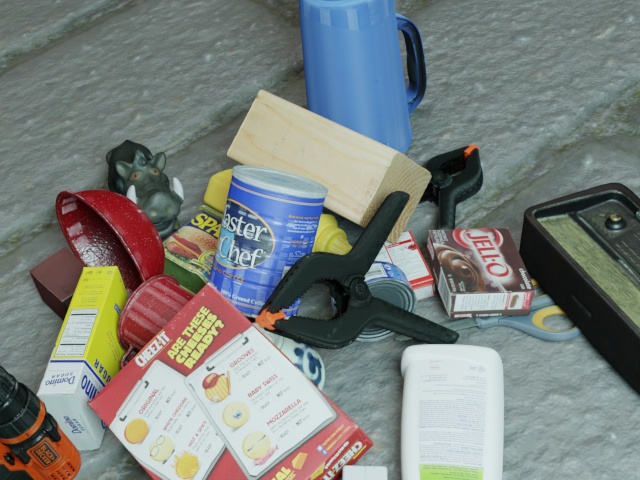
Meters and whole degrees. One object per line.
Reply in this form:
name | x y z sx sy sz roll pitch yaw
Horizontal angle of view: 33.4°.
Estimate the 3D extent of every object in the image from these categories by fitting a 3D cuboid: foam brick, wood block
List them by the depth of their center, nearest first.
wood block | 0.008 -0.085 1.205 0.206 0.090 0.090 29 92 35
foam brick | -0.284 0.056 1.213 0.053 0.051 0.078 -35 47 -23

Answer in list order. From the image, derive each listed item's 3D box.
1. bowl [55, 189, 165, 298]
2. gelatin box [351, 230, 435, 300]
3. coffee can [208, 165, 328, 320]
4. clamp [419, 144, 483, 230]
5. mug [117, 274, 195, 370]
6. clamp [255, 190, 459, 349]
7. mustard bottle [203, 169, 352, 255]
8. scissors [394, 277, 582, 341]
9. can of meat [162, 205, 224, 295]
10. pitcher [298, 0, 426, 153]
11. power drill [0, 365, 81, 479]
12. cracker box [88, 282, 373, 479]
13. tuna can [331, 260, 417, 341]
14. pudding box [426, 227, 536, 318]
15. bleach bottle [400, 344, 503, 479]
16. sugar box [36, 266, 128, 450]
bowl | -0.222 0.002 1.178 0.055 0.162 0.162 -38 49 -28
gelatin box | 0.079 0.034 1.178 0.073 0.030 0.089 -16 42 -4
coffee can | -0.057 0.001 1.123 0.103 0.140 0.103 13 12 -3
clamp | 0.129 -0.061 1.263 0.120 0.039 0.171 19 44 23
mug | -0.158 0.102 1.113 0.082 0.093 0.117 28 65 28
clamp | 0.031 0.039 1.033 0.209 0.036 0.164 -9 80 -30
mustard bottle | -0.039 -0.023 1.226 0.192 0.058 0.096 29 15 34
scissors | 0.186 0.091 1.104 0.201 0.016 0.096 -23 43 -13
can of meat | -0.129 0.017 1.220 0.102 0.057 0.083 27 57 34
pitcher | 0.048 -0.218 1.298 0.145 0.243 0.149 3 45 12
power drill | -0.328 0.209 0.973 0.187 0.184 0.057 -35 47 -11
cracker box | -0.084 0.169 0.984 0.164 0.072 0.214 -45 59 -7
tuna can | 0.055 0.063 1.110 0.086 0.086 0.034 -16 41 -6
pudding box | 0.166 0.032 1.122 0.090 0.039 0.113 -3 39 -7
bleach bottle | 0.111 0.210 0.958 0.103 0.068 0.250 -1 46 15
sugar box | -0.237 0.119 1.104 0.048 0.093 0.176 -4 44 8
